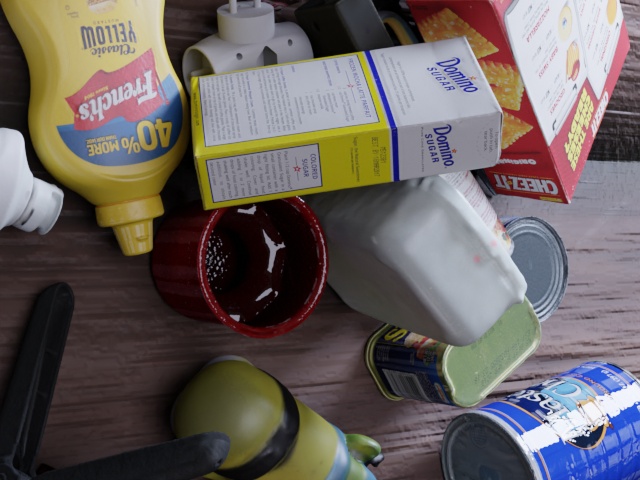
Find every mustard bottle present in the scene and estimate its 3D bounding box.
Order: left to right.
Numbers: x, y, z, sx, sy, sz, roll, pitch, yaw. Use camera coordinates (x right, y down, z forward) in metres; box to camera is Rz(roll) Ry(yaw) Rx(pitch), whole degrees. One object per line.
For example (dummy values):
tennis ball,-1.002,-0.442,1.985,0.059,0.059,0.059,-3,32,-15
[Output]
mustard bottle,-0.129,-0.085,0.641,0.096,0.058,0.191,-14,98,-31

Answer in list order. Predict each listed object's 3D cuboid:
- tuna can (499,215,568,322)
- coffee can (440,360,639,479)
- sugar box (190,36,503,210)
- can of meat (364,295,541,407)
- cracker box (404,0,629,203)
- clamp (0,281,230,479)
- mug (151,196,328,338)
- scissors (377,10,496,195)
tuna can,0.155,0.023,0.846,0.085,0.034,0.086,0,89,-34
coffee can,0.178,0.160,0.820,0.140,0.103,0.103,-15,98,-33
sugar box,0.012,-0.072,0.639,0.176,0.093,0.048,-6,130,-4
can of meat,0.097,0.075,0.777,0.102,0.084,0.057,-37,110,-28
cracker box,0.151,-0.156,0.775,0.164,0.072,0.213,-63,143,-24
clamp,-0.171,0.129,0.594,0.210,0.165,0.036,-41,145,-6
mug,-0.054,0.001,0.676,0.093,0.082,0.117,5,87,-34
scissors,0.103,-0.119,0.793,0.201,0.016,0.096,35,83,-42
